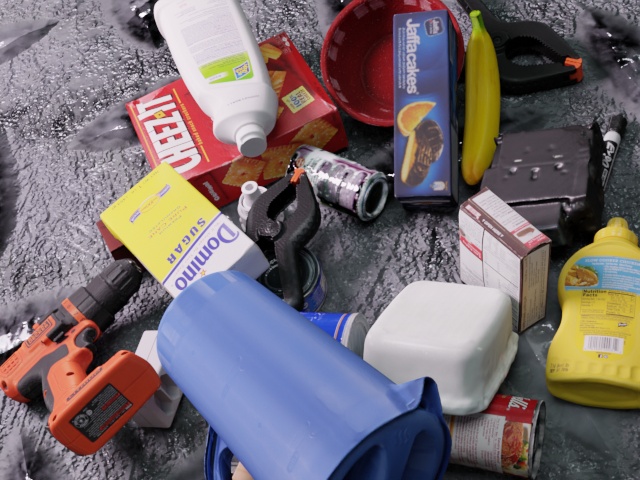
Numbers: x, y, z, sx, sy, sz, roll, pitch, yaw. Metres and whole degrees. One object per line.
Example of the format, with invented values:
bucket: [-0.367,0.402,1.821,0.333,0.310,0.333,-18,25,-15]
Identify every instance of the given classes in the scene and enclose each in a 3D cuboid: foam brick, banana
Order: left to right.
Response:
foam brick: [-0.194,-0.006,1.161,0.078,0.051,0.053,-28,50,-8]
banana: [0.170,-0.146,1.156,0.037,0.069,0.198,-8,71,32]

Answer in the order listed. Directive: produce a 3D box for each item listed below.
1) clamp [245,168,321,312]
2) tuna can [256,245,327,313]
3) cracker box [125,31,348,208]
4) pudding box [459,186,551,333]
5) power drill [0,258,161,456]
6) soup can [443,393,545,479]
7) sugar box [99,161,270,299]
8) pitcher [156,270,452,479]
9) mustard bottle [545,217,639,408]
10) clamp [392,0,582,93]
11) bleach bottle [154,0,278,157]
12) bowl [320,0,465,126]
clamp: [-0.057,0.001,1.081,0.120,0.039,0.171,5,54,16]
tuna can: [-0.038,0.044,1.089,0.086,0.033,0.086,-8,51,10]
cracker box: [-0.099,-0.134,1.223,0.213,0.072,0.164,-25,50,-4]
pudding box: [0.171,0.019,0.999,0.039,0.113,0.090,-32,51,-17]
power drill: [-0.221,0.110,1.031,0.184,0.057,0.188,-47,32,-6]
soup can: [0.138,0.165,0.922,0.102,0.068,0.068,6,54,20]
sugar box: [-0.138,-0.001,1.065,0.093,0.048,0.176,-42,48,-10]
pitcher: [-0.031,0.133,0.832,0.149,0.145,0.243,-26,42,-28]
mustard bottle: [0.265,0.058,0.978,0.096,0.058,0.191,3,54,19]
clamp: [0.204,-0.229,1.233,0.210,0.036,0.164,13,66,23]
bleach bottle: [-0.111,-0.184,1.179,0.102,0.068,0.251,-21,51,1]
bowl: [0.084,-0.200,1.200,0.162,0.055,0.162,-2,80,14]
